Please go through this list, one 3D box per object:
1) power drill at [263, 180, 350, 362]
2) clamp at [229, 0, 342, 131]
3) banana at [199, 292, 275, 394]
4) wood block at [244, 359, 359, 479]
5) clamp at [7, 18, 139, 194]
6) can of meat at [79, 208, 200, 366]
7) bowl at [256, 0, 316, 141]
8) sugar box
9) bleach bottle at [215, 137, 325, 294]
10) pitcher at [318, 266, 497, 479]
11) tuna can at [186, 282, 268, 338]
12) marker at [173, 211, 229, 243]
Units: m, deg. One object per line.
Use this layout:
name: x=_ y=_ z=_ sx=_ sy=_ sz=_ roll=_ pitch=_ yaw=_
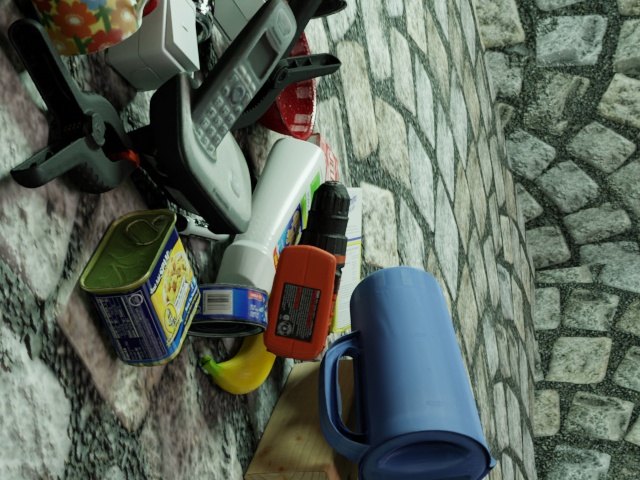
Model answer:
power drill: x=-0.007 y=0.034 z=1.046 sx=0.187 sy=0.057 sz=0.184 roll=-35 pitch=134 yaw=-82
clamp: x=-0.047 y=-0.171 z=1.074 sx=0.210 sy=0.036 sz=0.164 roll=-47 pitch=157 yaw=-15
banana: x=-0.067 y=0.101 z=1.078 sx=0.197 sy=0.037 sz=0.069 roll=-60 pitch=141 yaw=-63
wood block: x=-0.002 y=0.222 z=1.150 sx=0.206 sy=0.090 sz=0.091 roll=-63 pitch=143 yaw=-61
clamp: x=-0.183 y=-0.090 z=0.790 sx=0.171 sy=0.039 sz=0.120 roll=18 pitch=71 yaw=-78
can of meat: x=-0.139 y=0.038 z=0.848 sx=0.102 sy=0.057 sz=0.084 roll=-73 pitch=153 yaw=-51
bowl: x=-0.055 y=-0.187 z=1.203 sx=0.162 sy=0.055 sz=0.162 roll=-7 pitch=90 yaw=-73
sugar box: x=0.017 y=0.023 z=1.317 sx=0.093 sy=0.048 sz=0.176 roll=-9 pitch=99 yaw=-70
bleach bottle: x=-0.057 y=0.001 z=1.101 sx=0.250 sy=0.068 sz=0.103 roll=-68 pitch=169 yaw=-48
pitcher: x=0.084 y=0.144 z=1.127 sx=0.243 sy=0.145 sz=0.149 roll=-97 pitch=160 yaw=-45
tuna can: x=-0.089 y=0.063 z=0.945 sx=0.086 sy=0.086 sz=0.034 roll=37 pitch=50 yaw=-66
marker: x=-0.117 y=-0.012 z=0.997 sx=0.121 sy=0.020 sz=0.020 roll=18 pitch=66 yaw=-71
